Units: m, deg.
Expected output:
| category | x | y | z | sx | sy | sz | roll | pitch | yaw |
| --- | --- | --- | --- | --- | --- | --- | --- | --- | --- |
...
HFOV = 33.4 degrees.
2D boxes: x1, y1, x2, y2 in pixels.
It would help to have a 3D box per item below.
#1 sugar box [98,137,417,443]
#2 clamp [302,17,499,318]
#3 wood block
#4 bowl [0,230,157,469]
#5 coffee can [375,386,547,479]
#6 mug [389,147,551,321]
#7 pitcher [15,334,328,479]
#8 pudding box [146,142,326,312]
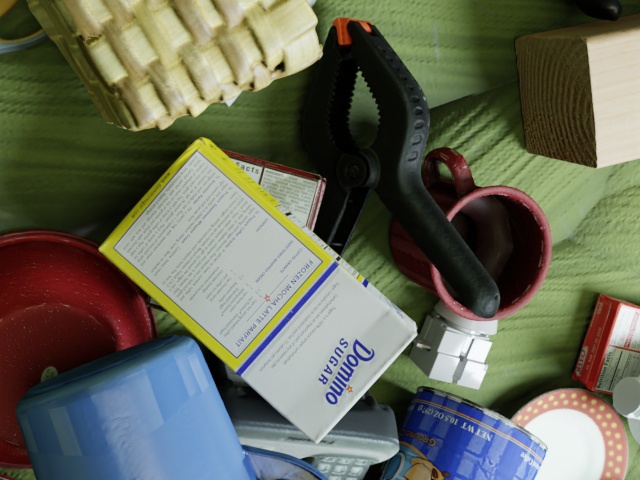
| category | x | y | z | sx | sy | sz | roll | pitch | yaw |
| --- | --- | --- | --- | --- | --- | --- | --- | --- | --- |
| sugar box | -0.036 | 0.029 | 0.646 | 0.176 | 0.048 | 0.093 | 42 | 97 | -1 |
| clamp | 0.025 | -0.039 | 0.704 | 0.036 | 0.165 | 0.210 | -6 | 82 | -53 |
| wood block | 0.257 | -0.121 | 0.778 | 0.205 | 0.091 | 0.090 | -14 | 105 | -18 |
| bowl | -0.175 | 0.077 | 0.668 | 0.161 | 0.055 | 0.162 | -5 | 103 | -21 |
| coffee can | 0.085 | 0.188 | 0.752 | 0.102 | 0.103 | 0.140 | 33 | 75 | -24 |
| mug | 0.096 | -0.009 | 0.742 | 0.093 | 0.082 | 0.117 | -25 | 109 | -15 |
| pitcher | -0.071 | 0.178 | 0.606 | 0.149 | 0.145 | 0.243 | -22 | 93 | -51 |
| pudding box | -0.054 | 0.001 | 0.690 | 0.090 | 0.039 | 0.113 | 16 | 94 | 5 |
